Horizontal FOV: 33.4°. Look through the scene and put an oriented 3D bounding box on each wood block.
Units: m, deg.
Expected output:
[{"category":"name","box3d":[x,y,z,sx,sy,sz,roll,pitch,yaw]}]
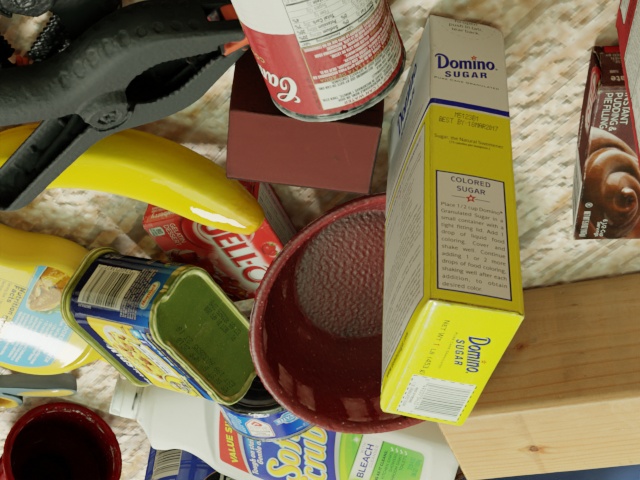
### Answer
[{"category":"wood block","box3d":[0.183,0.085,0.675,0.206,0.090,0.090,-10,139,18]}]

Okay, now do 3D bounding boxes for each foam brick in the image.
[{"category":"foam brick","box3d":[-0.008,-0.062,0.547,0.078,0.053,0.051,7,141,-2]}]

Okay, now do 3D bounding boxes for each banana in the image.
[{"category":"banana","box3d":[-0.130,-0.033,0.596,0.198,0.037,0.069,-3,115,10]}]

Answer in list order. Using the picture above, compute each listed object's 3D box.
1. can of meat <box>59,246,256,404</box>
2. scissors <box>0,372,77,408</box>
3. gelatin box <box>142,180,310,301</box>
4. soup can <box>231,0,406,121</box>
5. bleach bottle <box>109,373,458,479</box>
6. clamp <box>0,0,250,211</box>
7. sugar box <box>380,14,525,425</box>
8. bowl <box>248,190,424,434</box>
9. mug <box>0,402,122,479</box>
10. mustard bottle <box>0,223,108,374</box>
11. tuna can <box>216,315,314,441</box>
[{"category":"can of meat","box3d":[-0.094,0.053,0.653,0.084,0.057,0.102,7,147,40]},{"category":"scissors","box3d":[-0.227,0.096,0.738,0.096,0.016,0.202,-6,165,-5]},{"category":"gelatin box","box3d":[-0.054,0.001,0.646,0.073,0.030,0.089,-11,138,18]},{"category":"soup can","box3d":[-0.006,-0.112,0.473,0.068,0.068,0.102,-7,139,15]},{"category":"bleach bottle","box3d":[-0.029,0.145,0.782,0.250,0.068,0.103,13,112,-8]},{"category":"clamp","box3d":[-0.112,-0.068,0.526,0.171,0.039,0.120,-21,166,-6]},{"category":"sugar box","box3d":[0.059,-0.013,0.501,0.048,0.176,0.093,11,141,-4]},{"category":"bowl","box3d":[0.033,0.033,0.629,0.162,0.055,0.162,-6,118,-12]},{"category":"mug","box3d":[-0.204,0.191,0.850,0.117,0.093,0.082,25,142,-16]},{"category":"mustard bottle","box3d":[-0.192,0.036,0.679,0.191,0.058,0.096,24,113,-22]},{"category":"tuna can","box3d":[-0.031,0.088,0.707,0.086,0.086,0.033,-6,138,13]}]
